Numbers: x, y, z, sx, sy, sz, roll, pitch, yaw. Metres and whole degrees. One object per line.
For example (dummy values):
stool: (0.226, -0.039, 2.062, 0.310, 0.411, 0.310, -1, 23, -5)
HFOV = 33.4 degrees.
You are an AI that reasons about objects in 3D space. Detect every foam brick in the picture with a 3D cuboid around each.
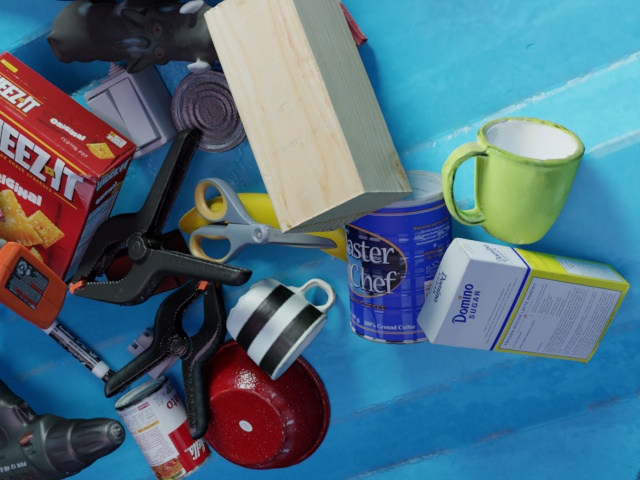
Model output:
foam brick: (-0.180, 0.029, 1.123, 0.078, 0.053, 0.051, -18, 103, 23)

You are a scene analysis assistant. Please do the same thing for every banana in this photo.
banana: (-0.050, -0.014, 1.075, 0.198, 0.037, 0.070, 16, 114, 12)

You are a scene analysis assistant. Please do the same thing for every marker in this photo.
marker: (-0.267, 0.130, 1.207, 0.121, 0.020, 0.020, 41, 116, 0)

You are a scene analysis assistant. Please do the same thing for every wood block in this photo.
wood block: (-0.012, -0.118, 0.923, 0.090, 0.090, 0.206, -26, 79, 29)

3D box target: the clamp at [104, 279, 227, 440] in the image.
clamp: (-0.157, 0.113, 1.123, 0.120, 0.039, 0.171, 14, 85, 7)

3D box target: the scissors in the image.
scissors: (-0.063, -0.024, 1.011, 0.202, 0.016, 0.096, -14, 87, 45)

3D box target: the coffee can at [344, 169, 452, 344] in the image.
coffee can: (0.075, 0.014, 1.009, 0.103, 0.102, 0.140, 2, 110, 17)

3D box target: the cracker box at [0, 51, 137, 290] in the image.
cracker box: (-0.296, -0.057, 1.086, 0.164, 0.072, 0.214, 35, 135, 3)

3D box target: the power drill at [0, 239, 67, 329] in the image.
power drill: (-0.354, 0.041, 1.088, 0.188, 0.057, 0.184, 8, 156, 27)

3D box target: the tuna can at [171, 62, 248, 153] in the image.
tuna can: (-0.103, -0.130, 1.051, 0.086, 0.033, 0.086, 6, 111, 16)

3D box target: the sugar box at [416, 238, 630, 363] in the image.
sugar box: (0.185, 0.056, 0.975, 0.176, 0.048, 0.093, 11, 115, -22)

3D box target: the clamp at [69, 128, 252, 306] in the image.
clamp: (-0.171, -0.005, 1.059, 0.210, 0.036, 0.164, -22, 75, 29)

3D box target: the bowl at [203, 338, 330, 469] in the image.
bowl: (-0.074, 0.188, 1.147, 0.162, 0.055, 0.162, 6, 111, 15)

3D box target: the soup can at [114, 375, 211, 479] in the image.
soup can: (-0.174, 0.209, 1.179, 0.069, 0.068, 0.102, -25, 100, 24)
